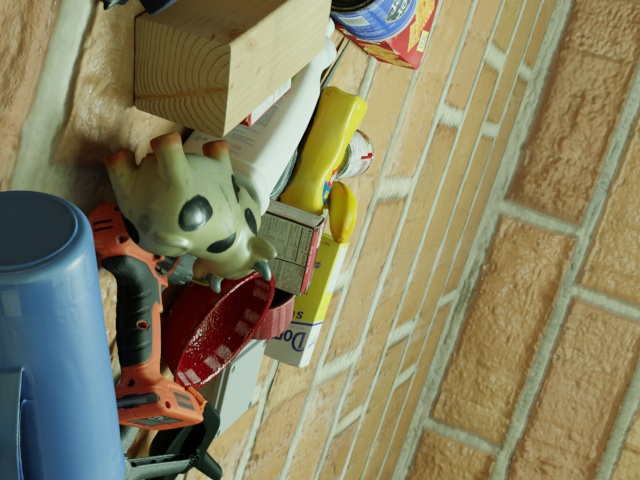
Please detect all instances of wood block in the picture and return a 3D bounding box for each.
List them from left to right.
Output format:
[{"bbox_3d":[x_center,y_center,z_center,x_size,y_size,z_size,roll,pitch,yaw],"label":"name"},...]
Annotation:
[{"bbox_3d":[-0.073,-0.184,0.962,0.205,0.091,0.090,-51,156,-50],"label":"wood block"}]

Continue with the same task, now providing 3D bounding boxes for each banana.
[{"bbox_3d":[0.017,-0.041,1.359,0.198,0.037,0.069,-146,-103,-74],"label":"banana"}]

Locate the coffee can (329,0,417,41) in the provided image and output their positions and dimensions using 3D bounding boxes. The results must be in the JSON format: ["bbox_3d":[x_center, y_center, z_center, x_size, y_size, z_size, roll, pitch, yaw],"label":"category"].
[{"bbox_3d":[0.047,-0.291,1.211,0.140,0.103,0.103,6,104,-73],"label":"coffee can"}]

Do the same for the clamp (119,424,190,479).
[{"bbox_3d":[-0.201,0.229,1.073,0.171,0.039,0.120,-45,121,-31],"label":"clamp"}]

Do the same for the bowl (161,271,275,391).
[{"bbox_3d":[-0.121,0.085,1.160,0.162,0.055,0.162,-47,161,-22],"label":"bowl"}]

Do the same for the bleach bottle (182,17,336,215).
[{"bbox_3d":[-0.045,-0.141,1.084,0.250,0.103,0.068,-59,156,-31],"label":"bleach bottle"}]

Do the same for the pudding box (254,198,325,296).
[{"bbox_3d":[-0.058,0.002,1.199,0.039,0.113,0.090,-48,154,-62],"label":"pudding box"}]

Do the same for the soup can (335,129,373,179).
[{"bbox_3d":[0.024,-0.115,1.414,0.102,0.068,0.068,-17,125,-70],"label":"soup can"}]

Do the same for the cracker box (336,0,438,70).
[{"bbox_3d":[0.100,-0.324,1.388,0.213,0.072,0.164,7,99,-74],"label":"cracker box"}]

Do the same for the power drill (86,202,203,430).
[{"bbox_3d":[-0.149,0.072,0.952,0.184,0.057,0.187,37,41,-69],"label":"power drill"}]

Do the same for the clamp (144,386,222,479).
[{"bbox_3d":[-0.165,0.249,1.197,0.164,0.036,0.210,-32,149,-37],"label":"clamp"}]

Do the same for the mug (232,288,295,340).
[{"bbox_3d":[-0.074,0.057,1.288,0.081,0.093,0.117,96,-16,-54],"label":"mug"}]

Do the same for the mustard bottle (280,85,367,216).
[{"bbox_3d":[-0.004,-0.090,1.307,0.096,0.058,0.191,-79,-168,-88],"label":"mustard bottle"}]

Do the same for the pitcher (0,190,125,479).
[{"bbox_3d":[-0.212,0.096,0.767,0.144,0.149,0.243,-31,138,-39],"label":"pitcher"}]

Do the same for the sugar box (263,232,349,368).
[{"bbox_3d":[-0.035,0.069,1.396,0.176,0.093,0.048,-72,163,5],"label":"sugar box"}]
